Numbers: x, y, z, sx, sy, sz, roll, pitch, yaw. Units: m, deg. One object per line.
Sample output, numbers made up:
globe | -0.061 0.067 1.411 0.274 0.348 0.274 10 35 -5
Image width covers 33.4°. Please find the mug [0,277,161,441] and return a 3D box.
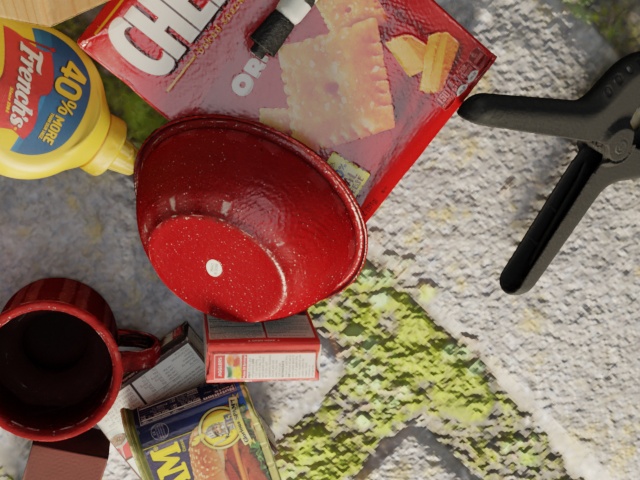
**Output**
mug | -0.164 0.072 0.701 0.117 0.081 0.093 -3 104 -8

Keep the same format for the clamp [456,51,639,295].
clamp | 0.191 -0.060 0.731 0.209 0.036 0.164 -25 128 -16

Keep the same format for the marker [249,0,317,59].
marker | -0.001 -0.157 0.628 0.020 0.020 0.121 38 93 -15

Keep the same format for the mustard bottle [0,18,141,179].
mustard bottle | -0.192 -0.092 0.654 0.191 0.058 0.096 31 66 -32

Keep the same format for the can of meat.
can of meat | -0.075 0.145 0.706 0.084 0.057 0.102 -20 108 -9

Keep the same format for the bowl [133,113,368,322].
bowl | -0.054 0.001 0.667 0.162 0.055 0.162 14 137 13

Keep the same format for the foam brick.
foam brick | -0.180 0.170 0.739 0.053 0.051 0.078 15 101 -11

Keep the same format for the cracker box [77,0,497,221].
cracker box | -0.020 -0.121 0.681 0.213 0.072 0.164 38 95 -14

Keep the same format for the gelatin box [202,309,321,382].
gelatin box | -0.042 0.066 0.714 0.073 0.089 0.030 0 105 -9

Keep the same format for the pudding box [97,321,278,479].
pudding box | -0.097 0.128 0.748 0.090 0.039 0.113 -35 108 0
